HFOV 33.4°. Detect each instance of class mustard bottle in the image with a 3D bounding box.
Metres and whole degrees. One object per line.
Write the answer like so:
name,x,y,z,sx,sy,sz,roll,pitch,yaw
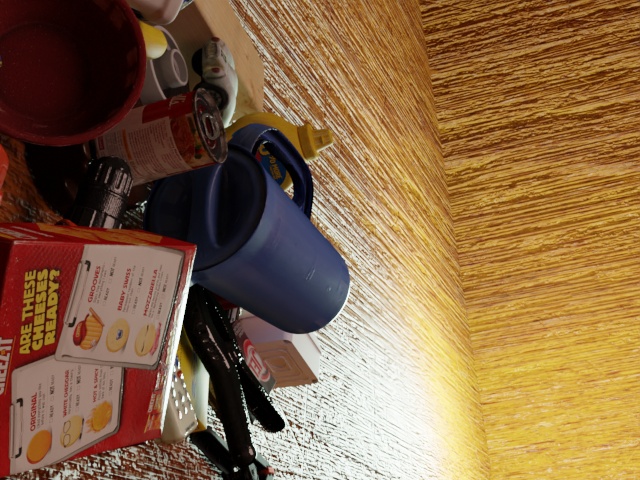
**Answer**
mustard bottle,-0.079,-0.092,1.199,0.058,0.192,0.096,-78,152,-70

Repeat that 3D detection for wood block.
wood block,-0.147,-0.239,1.267,0.206,0.091,0.090,58,25,-49

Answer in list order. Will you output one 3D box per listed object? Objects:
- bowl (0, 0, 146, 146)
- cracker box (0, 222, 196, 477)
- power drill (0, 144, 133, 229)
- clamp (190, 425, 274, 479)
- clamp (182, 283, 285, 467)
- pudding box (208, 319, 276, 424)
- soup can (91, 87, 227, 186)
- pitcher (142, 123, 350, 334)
bowl,-0.229,-0.150,0.889,0.055,0.161,0.162,154,-73,-66
cracker box,-0.188,0.073,0.782,0.213,0.072,0.164,2,100,-63
power drill,-0.222,-0.010,0.826,0.187,0.057,0.184,43,57,-58
clamp,-0.094,0.253,1.179,0.171,0.039,0.120,11,62,-79
clamp,-0.096,0.124,1.095,0.210,0.036,0.164,66,8,9
pudding box,-0.098,0.152,1.200,0.090,0.039,0.113,57,21,-9
soup can,-0.142,-0.088,0.943,0.068,0.102,0.068,-14,90,-76
pitcher,-0.057,0.001,1.086,0.242,0.149,0.145,42,25,-57
